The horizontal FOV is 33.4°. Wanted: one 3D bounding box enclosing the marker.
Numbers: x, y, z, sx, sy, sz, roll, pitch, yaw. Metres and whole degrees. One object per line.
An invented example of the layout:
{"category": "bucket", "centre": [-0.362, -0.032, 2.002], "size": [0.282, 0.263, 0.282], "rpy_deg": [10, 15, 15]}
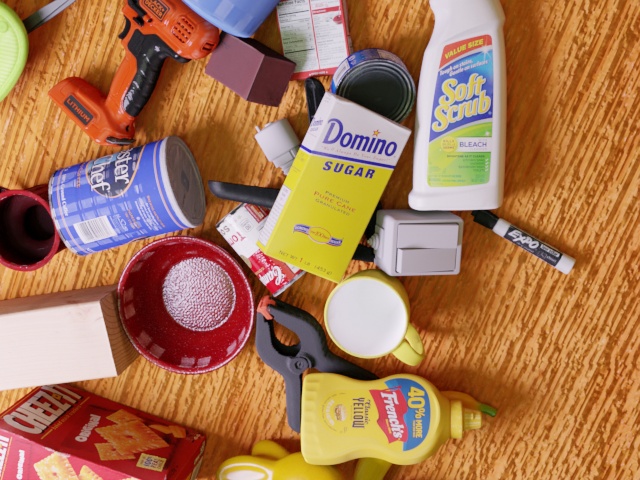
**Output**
{"category": "marker", "centre": [0.215, -0.002, 1.142], "size": [0.121, 0.020, 0.020], "rpy_deg": [30, 106, 3]}

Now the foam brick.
{"category": "foam brick", "centre": [-0.074, -0.181, 1.126], "size": [0.078, 0.051, 0.053], "rpy_deg": [38, 110, 38]}

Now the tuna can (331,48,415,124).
{"category": "tuna can", "centre": [0.054, -0.157, 1.115], "size": [0.086, 0.034, 0.086], "rpy_deg": [-4, 125, -6]}

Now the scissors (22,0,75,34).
{"category": "scissors", "centre": [-0.342, -0.210, 1.194], "size": [0.202, 0.016, 0.096], "rpy_deg": [-8, 107, 23]}

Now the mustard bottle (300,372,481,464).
{"category": "mustard bottle", "centre": [0.076, 0.192, 1.146], "size": [0.191, 0.058, 0.096], "rpy_deg": [0, 65, 5]}

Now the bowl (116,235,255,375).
{"category": "bowl", "centre": [-0.146, 0.068, 1.209], "size": [0.162, 0.055, 0.162], "rpy_deg": [2, 102, 11]}

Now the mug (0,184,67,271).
{"category": "mug", "centre": [-0.333, -0.025, 1.212], "size": [0.117, 0.081, 0.093], "rpy_deg": [33, 106, 2]}

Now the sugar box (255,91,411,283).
{"category": "sugar box", "centre": [0.013, -0.054, 1.095], "size": [0.093, 0.048, 0.176], "rpy_deg": [22, 99, -22]}

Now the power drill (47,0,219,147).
{"category": "power drill", "centre": [-0.217, -0.210, 1.152], "size": [0.184, 0.057, 0.188], "rpy_deg": [44, 112, 19]}

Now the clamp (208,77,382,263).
{"category": "clamp", "centre": [0.006, -0.059, 1.142], "size": [0.209, 0.036, 0.164], "rpy_deg": [39, 83, -19]}

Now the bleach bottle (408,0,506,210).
{"category": "bleach bottle", "centre": [0.140, -0.159, 1.101], "size": [0.102, 0.068, 0.251], "rpy_deg": [-1, 100, 7]}

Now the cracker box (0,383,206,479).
{"category": "cracker box", "centre": [-0.253, 0.240, 1.212], "size": [0.214, 0.164, 0.072], "rpy_deg": [19, 103, 6]}

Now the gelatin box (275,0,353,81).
{"category": "gelatin box", "centre": [-0.005, -0.219, 1.134], "size": [0.073, 0.030, 0.089], "rpy_deg": [-6, 101, 14]}

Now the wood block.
{"category": "wood block", "centre": [-0.325, 0.114, 1.237], "size": [0.206, 0.090, 0.091], "rpy_deg": [-9, 100, 12]}

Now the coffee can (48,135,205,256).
{"category": "coffee can", "centre": [-0.211, -0.048, 1.173], "size": [0.140, 0.102, 0.103], "rpy_deg": [-14, 99, 14]}

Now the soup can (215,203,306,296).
{"category": "soup can", "centre": [-0.058, 0.001, 1.171], "size": [0.069, 0.068, 0.102], "rpy_deg": [-40, 93, 16]}

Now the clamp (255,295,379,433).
{"category": "clamp", "centre": [-0.009, 0.131, 1.195], "size": [0.120, 0.039, 0.171], "rpy_deg": [-22, 113, 7]}

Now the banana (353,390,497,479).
{"category": "banana", "centre": [0.101, 0.224, 1.204], "size": [0.198, 0.037, 0.069], "rpy_deg": [-36, 91, 16]}
